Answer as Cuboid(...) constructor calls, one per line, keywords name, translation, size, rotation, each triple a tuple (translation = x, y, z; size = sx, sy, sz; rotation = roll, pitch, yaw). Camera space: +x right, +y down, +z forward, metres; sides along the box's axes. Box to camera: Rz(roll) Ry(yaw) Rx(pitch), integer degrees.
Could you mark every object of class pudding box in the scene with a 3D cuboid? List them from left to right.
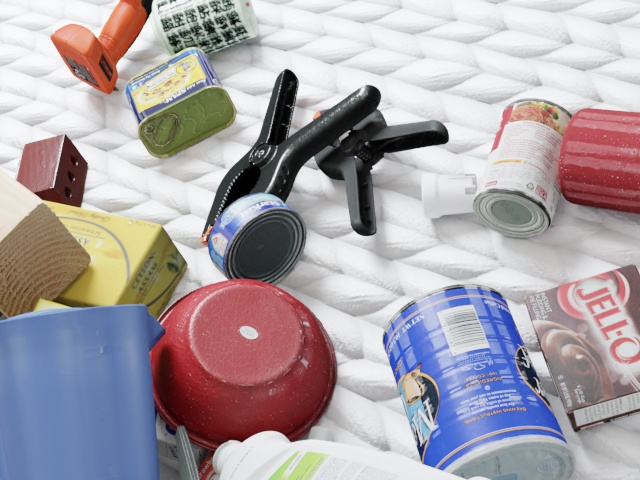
Cuboid(name="pudding box", translation=(0.214, 0.080, 0.807), size=(0.090, 0.039, 0.113), rotation=(-19, 50, 8))

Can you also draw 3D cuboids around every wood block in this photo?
Cuboid(name="wood block", translation=(-0.315, -0.019, 0.977), size=(0.206, 0.090, 0.090), rotation=(31, 71, 39))

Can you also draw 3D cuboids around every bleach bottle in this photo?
Cuboid(name="bleach bottle", translation=(0.012, 0.179, 0.731), size=(0.251, 0.068, 0.102), rotation=(12, 55, 50))

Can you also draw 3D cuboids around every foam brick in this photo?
Cuboid(name="foam brick", translation=(-0.281, -0.062, 1.109), size=(0.051, 0.053, 0.078), rotation=(-11, 52, 14))

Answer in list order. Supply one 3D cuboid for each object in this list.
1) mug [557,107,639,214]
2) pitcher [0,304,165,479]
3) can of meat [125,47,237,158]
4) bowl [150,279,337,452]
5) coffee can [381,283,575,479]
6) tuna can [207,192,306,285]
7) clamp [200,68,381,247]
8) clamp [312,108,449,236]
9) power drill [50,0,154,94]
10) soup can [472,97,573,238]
Cuboid(name="mug", translation=(0.253, -0.069, 0.881), size=(0.082, 0.093, 0.117), rotation=(11, 28, 34))
Cuboid(name="pitcher", translation=(-0.188, 0.171, 0.780), size=(0.149, 0.145, 0.243), rotation=(-9, 83, 9))
Cuboid(name="can of meat", translation=(-0.149, -0.146, 1.117), size=(0.102, 0.057, 0.084), rotation=(-27, 47, 0))
Cuboid(name="bowl", translation=(-0.062, 0.088, 0.862), size=(0.162, 0.055, 0.162), rotation=(5, 56, -7))
Cuboid(name="coffee can", translation=(0.112, 0.117, 0.779), size=(0.103, 0.102, 0.140), rotation=(-21, 49, 6))
Cuboid(name="tuna can", translation=(-0.056, 0.001, 0.947), size=(0.086, 0.086, 0.034), rotation=(-40, 48, -10))
Cuboid(name="clamp", translation=(-0.038, -0.075, 1.004), size=(0.165, 0.036, 0.210), rotation=(12, 66, 54))
Cuboid(name="clamp", translation=(0.035, -0.074, 0.985), size=(0.120, 0.039, 0.172), rotation=(-52, 35, -6))
Cuboid(name="power drill", translation=(-0.214, -0.267, 1.166), size=(0.057, 0.184, 0.187), rotation=(30, 75, 15))
Cuboid(name="soup can", translation=(0.176, -0.061, 0.912), size=(0.069, 0.068, 0.102), rotation=(7, 58, 27))
